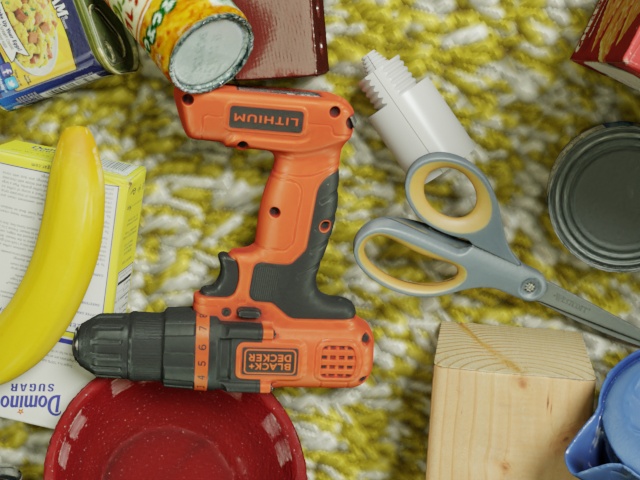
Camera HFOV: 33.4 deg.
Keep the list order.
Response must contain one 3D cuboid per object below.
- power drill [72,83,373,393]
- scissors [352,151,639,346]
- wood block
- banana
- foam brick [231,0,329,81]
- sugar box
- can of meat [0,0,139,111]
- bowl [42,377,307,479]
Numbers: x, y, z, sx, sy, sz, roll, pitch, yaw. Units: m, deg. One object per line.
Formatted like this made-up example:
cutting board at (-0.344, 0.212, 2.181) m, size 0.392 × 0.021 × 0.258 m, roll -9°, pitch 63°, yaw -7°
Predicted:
power drill at (-0.054, 0.001, 0.641) m, size 0.184 × 0.057 × 0.188 m, roll 2°, pitch 105°, yaw -8°
scissors at (0.120, 0.006, 0.623) m, size 0.201 × 0.016 × 0.096 m, roll 11°, pitch 111°, yaw -8°
wood block at (0.107, 0.163, 0.646) m, size 0.090 × 0.090 × 0.206 m, roll 4°, pitch 103°, yaw 9°
banana at (-0.175, 0.025, 0.643) m, size 0.069 × 0.037 × 0.198 m, roll 37°, pitch 106°, yaw -4°
foam brick at (-0.026, -0.135, 0.624) m, size 0.051 × 0.053 × 0.078 m, roll -3°, pitch 102°, yaw 10°
sugar box at (-0.171, 0.032, 0.688) m, size 0.093 × 0.048 × 0.176 m, roll 12°, pitch 107°, yaw 5°
can of meat at (-0.169, -0.136, 0.646) m, size 0.084 × 0.057 × 0.102 m, roll -17°, pitch 98°, yaw 15°
bowl at (-0.092, 0.154, 0.671) m, size 0.162 × 0.055 × 0.162 m, roll 6°, pitch 64°, yaw -13°
